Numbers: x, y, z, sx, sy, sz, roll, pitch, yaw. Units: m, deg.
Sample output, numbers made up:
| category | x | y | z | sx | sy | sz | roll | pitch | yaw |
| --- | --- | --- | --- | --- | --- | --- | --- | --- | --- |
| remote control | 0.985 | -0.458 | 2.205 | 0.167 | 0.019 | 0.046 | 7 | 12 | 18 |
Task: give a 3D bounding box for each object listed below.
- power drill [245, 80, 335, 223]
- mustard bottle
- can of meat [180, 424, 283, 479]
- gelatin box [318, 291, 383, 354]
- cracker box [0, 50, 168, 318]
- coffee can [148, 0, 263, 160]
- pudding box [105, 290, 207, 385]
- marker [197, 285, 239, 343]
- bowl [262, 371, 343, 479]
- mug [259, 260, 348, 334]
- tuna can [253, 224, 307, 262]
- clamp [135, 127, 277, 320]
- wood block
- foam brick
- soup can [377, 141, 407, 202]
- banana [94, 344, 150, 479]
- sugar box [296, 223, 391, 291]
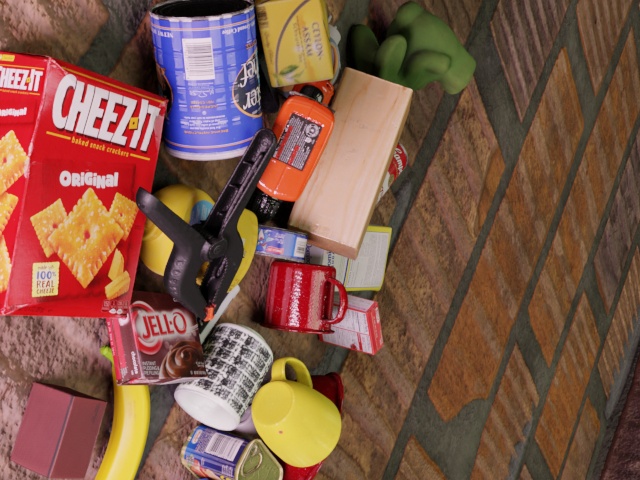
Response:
| category | x | y | z | sx | sy | sz | roll | pitch | yaw |
| --- | --- | --- | --- | --- | --- | --- | --- | --- | --- |
| power drill | -0.038 | -0.093 | 1.157 | 0.187 | 0.057 | 0.184 | -109 | -139 | -79 |
| mustard bottle | -0.139 | -0.007 | 1.103 | 0.191 | 0.058 | 0.096 | 23 | 88 | -61 |
| can of meat | -0.103 | 0.260 | 1.236 | 0.057 | 0.084 | 0.102 | -62 | 147 | -26 |
| gelatin box | 0.037 | 0.108 | 1.423 | 0.030 | 0.089 | 0.073 | -47 | 138 | -43 |
| cracker box | -0.221 | -0.040 | 0.933 | 0.164 | 0.072 | 0.214 | 11 | 89 | -61 |
| coffee can | -0.111 | -0.162 | 1.052 | 0.102 | 0.103 | 0.140 | -36 | 130 | -50 |
| pudding box | -0.167 | 0.100 | 1.081 | 0.113 | 0.039 | 0.090 | 14 | 61 | -63 |
| marker | -0.128 | 0.094 | 1.199 | 0.121 | 0.020 | 0.020 | -57 | 144 | -34 |
| bowl | -0.032 | 0.231 | 1.330 | 0.055 | 0.162 | 0.162 | 24 | 75 | -15 |
| mug | -0.015 | 0.069 | 1.296 | 0.093 | 0.117 | 0.081 | 6 | 90 | -49 |
| tuna can | -0.058 | 0.002 | 1.222 | 0.086 | 0.086 | 0.034 | 12 | 88 | -61 |
| clamp | -0.119 | 0.000 | 1.037 | 0.164 | 0.036 | 0.210 | -24 | 140 | -41 |
| wood block | 0.037 | -0.092 | 1.307 | 0.091 | 0.090 | 0.206 | 82 | 27 | -79 |
| foam brick | -0.243 | 0.178 | 0.993 | 0.053 | 0.051 | 0.078 | 29 | 75 | -61 |
| soup can | 0.064 | -0.089 | 1.424 | 0.102 | 0.069 | 0.068 | -51 | 141 | -39 |
| banana | -0.208 | 0.202 | 1.085 | 0.069 | 0.037 | 0.198 | 6 | 93 | -36 |
| sugar box | 0.031 | 0.020 | 1.429 | 0.175 | 0.048 | 0.093 | 5 | 95 | -57 |
